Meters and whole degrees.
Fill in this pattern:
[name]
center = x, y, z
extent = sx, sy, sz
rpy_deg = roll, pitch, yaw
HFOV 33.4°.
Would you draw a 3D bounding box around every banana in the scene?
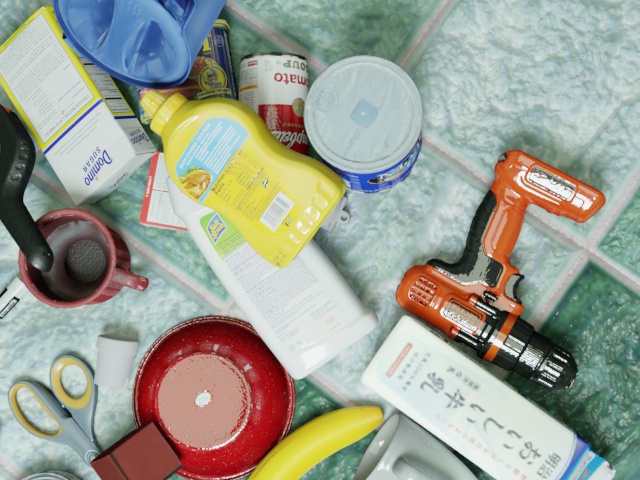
[banana]
center = -0.024, 0.221, 1.010
extent = 0.069, 0.037, 0.198
rpy_deg = 37, 92, -21

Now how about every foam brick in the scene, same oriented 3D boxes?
[foam brick]
center = -0.172, 0.208, 0.992
extent = 0.051, 0.078, 0.053
rpy_deg = -36, 91, -29

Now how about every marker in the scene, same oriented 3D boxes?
[marker]
center = -0.334, 0.085, 1.056
extent = 0.020, 0.020, 0.121
rpy_deg = 43, 90, 7

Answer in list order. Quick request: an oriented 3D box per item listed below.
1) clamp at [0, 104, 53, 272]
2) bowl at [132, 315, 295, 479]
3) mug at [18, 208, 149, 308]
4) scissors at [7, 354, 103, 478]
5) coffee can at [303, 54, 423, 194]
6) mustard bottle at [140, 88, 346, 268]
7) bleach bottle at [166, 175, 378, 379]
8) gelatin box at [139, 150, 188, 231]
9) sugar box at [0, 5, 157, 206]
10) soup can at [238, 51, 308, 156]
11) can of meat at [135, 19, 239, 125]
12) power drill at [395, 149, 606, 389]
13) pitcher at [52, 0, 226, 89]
[clamp]
center = -0.302, -0.040, 1.000
extent = 0.165, 0.036, 0.210
rpy_deg = -11, 63, 29
[bowl]
center = -0.106, 0.152, 1.012
extent = 0.162, 0.055, 0.162
rpy_deg = -1, 84, 5
[mug]
center = -0.219, 0.023, 1.020
extent = 0.117, 0.081, 0.093
rpy_deg = 16, 86, 6
[scissors]
center = -0.214, 0.191, 1.037
extent = 0.202, 0.016, 0.096
rpy_deg = 36, 89, 7
[coffee can]
center = 0.042, -0.102, 0.978
extent = 0.103, 0.140, 0.103
rpy_deg = 0, 85, 5
[mustard bottle]
center = -0.078, -0.068, 0.935
extent = 0.191, 0.058, 0.096
rpy_deg = 38, 113, 2
[bleach bottle]
center = -0.057, 0.001, 0.996
extent = 0.102, 0.068, 0.251
rpy_deg = -35, 91, -1
[gelatin box]
center = -0.126, -0.044, 1.044
extent = 0.089, 0.030, 0.073
rpy_deg = 10, 85, 3
[sugar box]
center = -0.243, -0.131, 1.042
extent = 0.093, 0.048, 0.176
rpy_deg = -35, 85, 27
[soup can]
center = -0.044, -0.123, 1.024
extent = 0.068, 0.068, 0.102
rpy_deg = -1, 85, 5
[can of meat]
center = -0.133, -0.162, 1.042
extent = 0.102, 0.057, 0.084
rpy_deg = -10, 86, 4
[power drill]
center = 0.188, 0.024, 0.995
extent = 0.184, 0.057, 0.187
rpy_deg = 30, 88, 7
[pitcher]
center = -0.138, -0.266, 0.988
extent = 0.149, 0.145, 0.242
rpy_deg = 21, 60, 8
